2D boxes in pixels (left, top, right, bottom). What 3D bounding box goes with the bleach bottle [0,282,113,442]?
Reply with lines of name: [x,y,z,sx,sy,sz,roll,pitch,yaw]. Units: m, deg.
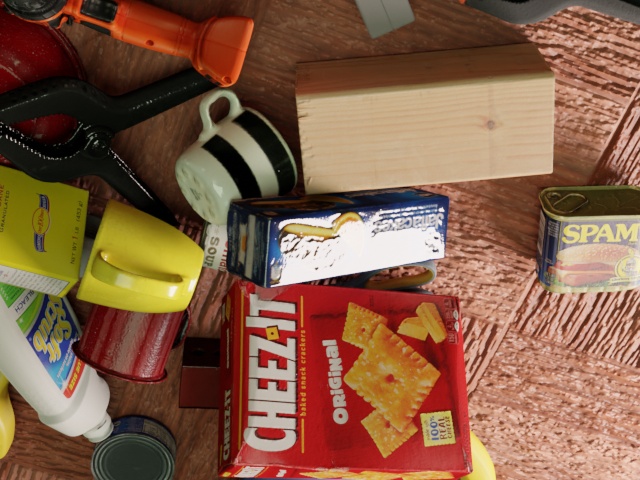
bleach bottle: [-0.262,0.090,1.002,0.068,0.102,0.250,-7,127,27]

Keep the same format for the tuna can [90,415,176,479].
tuna can: [-0.192,0.223,1.100,0.086,0.034,0.086,-1,118,-1]

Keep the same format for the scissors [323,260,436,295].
scissors: [0.023,0.060,1.026,0.202,0.016,0.096,-18,136,23]

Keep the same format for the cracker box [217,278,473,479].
cracker box: [0.021,0.125,0.940,0.213,0.164,0.072,5,158,-15]

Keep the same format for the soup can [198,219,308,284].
soup can: [-0.056,0.001,0.966,0.102,0.068,0.069,14,117,-8]

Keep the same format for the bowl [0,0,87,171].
bowl: [-0.281,-0.120,0.902,0.162,0.055,0.162,-1,118,-2]

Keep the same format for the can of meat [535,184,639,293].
can of meat: [0.250,-0.001,0.979,0.102,0.057,0.084,-1,121,0]

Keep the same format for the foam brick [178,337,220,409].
foam brick: [-0.098,0.130,1.043,0.078,0.053,0.051,3,118,-4]

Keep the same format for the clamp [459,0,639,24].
clamp: [0.196,-0.229,0.865,0.171,0.039,0.120,-4,117,1]

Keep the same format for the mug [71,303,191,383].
mug: [-0.165,0.077,0.994,0.117,0.093,0.081,10,104,-49]

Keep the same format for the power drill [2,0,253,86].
power drill: [-0.147,-0.171,0.807,0.187,0.184,0.057,18,97,-10]

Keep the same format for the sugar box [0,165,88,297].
sugar box: [-0.286,-0.020,0.889,0.176,0.093,0.048,18,146,-30]

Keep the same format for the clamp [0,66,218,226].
clamp: [-0.182,-0.096,0.893,0.209,0.036,0.165,12,116,-36]

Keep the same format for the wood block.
wood block: [0.085,-0.103,0.901,0.206,0.090,0.091,-5,117,1]
